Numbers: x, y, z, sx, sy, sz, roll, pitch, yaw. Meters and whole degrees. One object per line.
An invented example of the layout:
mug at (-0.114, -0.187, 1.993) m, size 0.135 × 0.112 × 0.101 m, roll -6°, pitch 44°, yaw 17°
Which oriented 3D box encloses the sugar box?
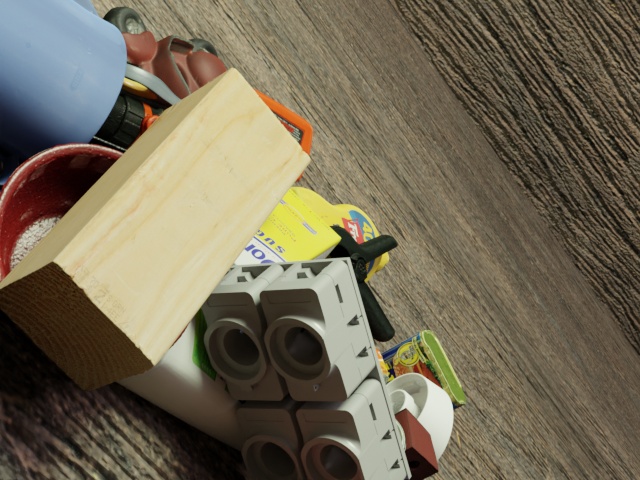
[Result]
sugar box at (-0.056, 0.001, 0.953) m, size 0.093 × 0.048 × 0.176 m, roll 43°, pitch 24°, yaw 7°

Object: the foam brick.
foam brick at (0.071, 0.216, 1.069) m, size 0.053 × 0.078 × 0.051 m, roll 47°, pitch 20°, yaw -33°

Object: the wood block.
wood block at (-0.106, -0.010, 0.707) m, size 0.090 × 0.091 × 0.205 m, roll 49°, pitch 48°, yaw -16°

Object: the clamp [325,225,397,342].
clamp at (0.033, 0.024, 1.122) m, size 0.171 × 0.039 × 0.120 m, roll 40°, pitch 45°, yaw -46°

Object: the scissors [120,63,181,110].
scissors at (-0.121, -0.123, 0.987) m, size 0.096 × 0.201 × 0.016 m, roll 116°, pitch -10°, yaw -77°

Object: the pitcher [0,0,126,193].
pitcher at (-0.261, -0.142, 0.716) m, size 0.242 × 0.145 × 0.149 m, roll 34°, pitch 18°, yaw -45°

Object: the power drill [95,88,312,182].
power drill at (-0.115, -0.097, 0.936) m, size 0.184 × 0.188 × 0.057 m, roll 25°, pitch 75°, yaw -45°

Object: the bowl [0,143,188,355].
bowl at (-0.165, 0.017, 0.747) m, size 0.161 × 0.055 × 0.162 m, roll 16°, pitch 63°, yaw -36°

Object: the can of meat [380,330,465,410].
can of meat at (0.111, 0.166, 1.245) m, size 0.102 × 0.084 × 0.057 m, roll 64°, pitch 19°, yaw 14°

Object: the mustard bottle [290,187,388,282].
mustard bottle at (0.017, 0.006, 1.182) m, size 0.191 × 0.058 × 0.096 m, roll 16°, pitch 72°, yaw -52°

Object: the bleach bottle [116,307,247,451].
bleach bottle at (-0.069, 0.117, 0.879) m, size 0.250 × 0.068 × 0.102 m, roll 42°, pitch 37°, yaw -45°
